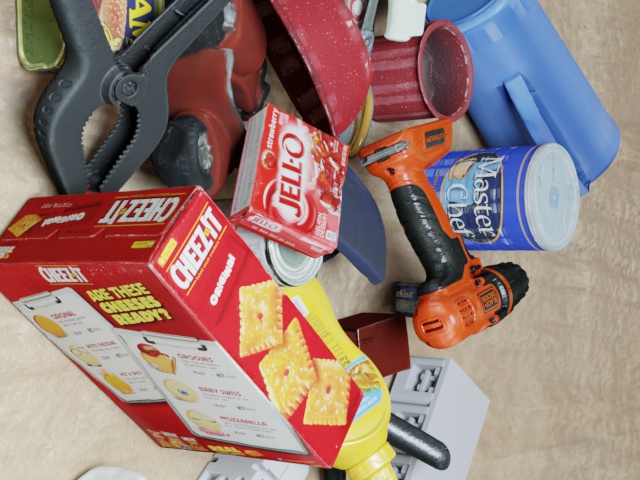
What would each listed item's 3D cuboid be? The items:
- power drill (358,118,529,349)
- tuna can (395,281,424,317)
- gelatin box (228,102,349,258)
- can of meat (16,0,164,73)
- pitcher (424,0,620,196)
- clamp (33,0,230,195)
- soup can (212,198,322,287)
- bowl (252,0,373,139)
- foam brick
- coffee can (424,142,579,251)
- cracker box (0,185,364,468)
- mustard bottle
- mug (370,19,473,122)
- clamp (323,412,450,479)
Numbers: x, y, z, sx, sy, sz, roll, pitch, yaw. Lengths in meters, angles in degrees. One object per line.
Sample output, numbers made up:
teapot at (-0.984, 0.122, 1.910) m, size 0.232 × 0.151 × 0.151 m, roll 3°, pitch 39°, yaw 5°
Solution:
power drill at (0.114, -0.011, 0.934) m, size 0.184 × 0.057 × 0.187 m, roll -20°, pitch 87°, yaw -58°
tuna can at (0.114, 0.057, 1.023) m, size 0.085 × 0.086 × 0.034 m, roll 3°, pitch 89°, yaw -51°
gelatin box at (-0.020, -0.040, 0.744) m, size 0.073 × 0.030 × 0.089 m, roll 25°, pitch 57°, yaw -28°
can of meat at (-0.155, -0.159, 0.717) m, size 0.083 × 0.058 × 0.102 m, roll -3°, pitch 92°, yaw -49°
pitcher at (0.207, -0.158, 1.103) m, size 0.145 × 0.149 × 0.242 m, roll -54°, pitch 126°, yaw -19°
clamp at (-0.123, -0.111, 0.688) m, size 0.164 × 0.036 × 0.210 m, roll -11°, pitch 131°, yaw -39°
soup can at (-0.055, 0.001, 0.801) m, size 0.068 × 0.102 × 0.068 m, roll 1°, pitch 89°, yaw -51°
bowl at (-0.005, -0.152, 0.820) m, size 0.055 × 0.162 × 0.162 m, roll -29°, pitch 118°, yaw -5°
foam brick at (0.037, 0.096, 0.955) m, size 0.078 × 0.051 × 0.053 m, roll -9°, pitch 96°, yaw -51°
coffee can at (0.167, -0.040, 1.045) m, size 0.102 × 0.141 × 0.103 m, roll 1°, pitch 89°, yaw -51°
cracker box at (-0.093, 0.060, 0.705) m, size 0.213 × 0.164 × 0.072 m, roll 55°, pitch 49°, yaw -35°
mustard bottle at (0.000, 0.115, 0.833) m, size 0.096 × 0.058 × 0.191 m, roll -30°, pitch 81°, yaw -35°
mug at (0.088, -0.162, 0.996) m, size 0.093 × 0.082 × 0.117 m, roll 49°, pitch 54°, yaw -39°
clamp at (0.032, 0.147, 0.903) m, size 0.039 × 0.120 × 0.171 m, roll -77°, pitch 145°, yaw -66°
